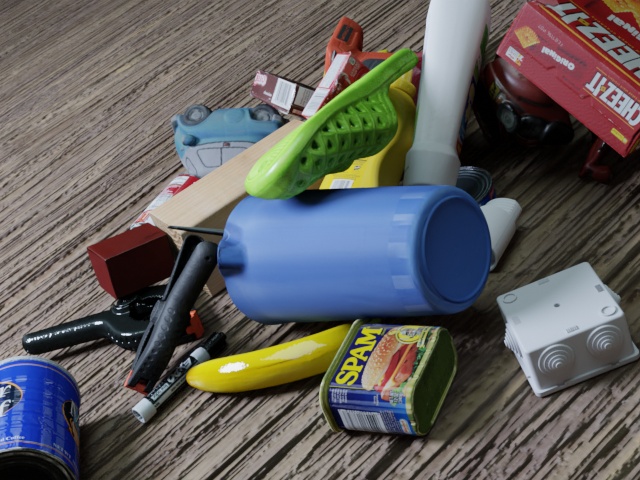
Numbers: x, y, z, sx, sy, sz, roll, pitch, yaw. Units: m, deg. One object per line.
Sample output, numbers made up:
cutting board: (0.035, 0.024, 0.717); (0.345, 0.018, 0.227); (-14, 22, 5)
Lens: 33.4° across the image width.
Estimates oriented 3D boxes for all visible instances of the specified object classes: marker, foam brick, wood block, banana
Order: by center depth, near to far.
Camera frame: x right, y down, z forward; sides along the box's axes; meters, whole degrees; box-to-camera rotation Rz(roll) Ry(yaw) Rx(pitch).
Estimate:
banana: (-0.037, 0.113, 0.993); (0.198, 0.037, 0.069); (-16, 1, 8)
marker: (-0.135, 0.131, 1.045); (0.020, 0.020, 0.121); (12, 46, 45)
foam brick: (-0.205, 0.022, 1.168); (0.078, 0.051, 0.053); (-24, 28, -25)
wood block: (-0.074, -0.041, 1.200); (0.206, 0.091, 0.090); (-35, 32, -17)

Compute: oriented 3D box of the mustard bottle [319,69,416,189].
mustard bottle: (0.059, -0.102, 1.150); (0.096, 0.058, 0.191); (6, 72, 52)

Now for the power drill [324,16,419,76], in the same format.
power drill: (0.108, -0.233, 1.345); (0.188, 0.057, 0.184); (10, 37, 11)

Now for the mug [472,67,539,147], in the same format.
mug: (0.221, -0.152, 1.177); (0.081, 0.093, 0.117); (-21, 54, -4)

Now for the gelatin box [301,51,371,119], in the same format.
gelatin box: (0.031, -0.159, 1.222); (0.030, 0.073, 0.089); (16, 73, 54)

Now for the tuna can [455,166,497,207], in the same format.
tuna can: (0.140, -0.038, 1.100); (0.086, 0.033, 0.086); (-18, 31, 11)

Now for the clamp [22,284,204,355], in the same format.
clamp: (-0.205, 0.073, 1.169); (0.210, 0.036, 0.164); (0, 36, 32)

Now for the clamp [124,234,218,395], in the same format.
clamp: (-0.142, 0.069, 1.041); (0.120, 0.039, 0.171); (152, 138, -76)

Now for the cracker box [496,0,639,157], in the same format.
cracker box: (0.303, -0.185, 1.046); (0.164, 0.072, 0.213); (44, 45, 21)

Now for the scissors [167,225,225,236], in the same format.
scissors: (-0.057, 0.001, 1.087); (0.096, 0.016, 0.201); (22, 12, 30)

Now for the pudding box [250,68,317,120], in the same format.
pudding box: (-0.021, -0.169, 1.281); (0.114, 0.089, 0.039); (37, 110, 57)

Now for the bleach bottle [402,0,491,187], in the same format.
bleach bottle: (0.124, -0.126, 1.087); (0.068, 0.102, 0.250); (9, 68, 8)

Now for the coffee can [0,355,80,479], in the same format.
coffee can: (-0.271, 0.186, 0.973); (0.103, 0.103, 0.140); (-24, 30, 1)

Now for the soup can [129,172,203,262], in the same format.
soup can: (-0.173, -0.024, 1.267); (0.069, 0.068, 0.102); (0, 38, 35)

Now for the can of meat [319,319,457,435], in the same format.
can of meat: (0.059, 0.115, 0.896); (0.084, 0.057, 0.102); (0, 39, 31)

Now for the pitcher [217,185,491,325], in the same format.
pitcher: (0.038, 0.011, 0.975); (0.243, 0.145, 0.149); (-3, 41, 46)
